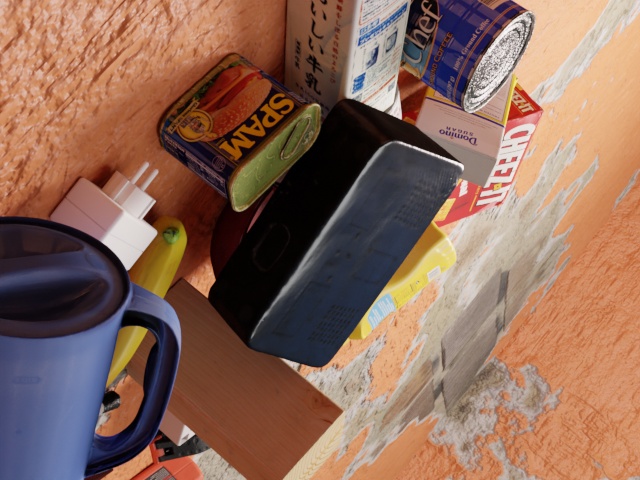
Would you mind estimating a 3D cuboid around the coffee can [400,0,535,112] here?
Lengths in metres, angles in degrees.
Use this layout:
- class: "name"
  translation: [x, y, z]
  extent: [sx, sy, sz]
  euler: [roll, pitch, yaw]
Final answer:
- class: "coffee can"
  translation: [0.103, -0.193, 0.946]
  extent: [0.102, 0.140, 0.103]
  euler: [-45, 160, -22]

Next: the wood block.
- class: "wood block"
  translation: [-0.084, 0.144, 1.012]
  extent: [0.090, 0.206, 0.090]
  euler: [-45, 160, -24]

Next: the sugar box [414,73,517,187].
- class: "sugar box"
  translation: [0.153, -0.135, 1.149]
  extent: [0.176, 0.093, 0.048]
  euler: [-66, 177, -46]

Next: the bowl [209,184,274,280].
- class: "bowl"
  translation: [-0.057, 0.001, 1.018]
  extent: [0.161, 0.055, 0.162]
  euler: [-41, 142, -44]

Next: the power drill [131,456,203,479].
- class: "power drill"
  translation: [-0.203, 0.346, 1.330]
  extent: [0.184, 0.057, 0.188]
  euler: [-33, 153, -44]

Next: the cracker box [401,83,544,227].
- class: "cracker box"
  translation: [0.144, -0.087, 1.258]
  extent: [0.213, 0.072, 0.164]
  euler: [-19, 146, -28]

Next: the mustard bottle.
- class: "mustard bottle"
  translation: [0.069, 0.060, 1.237]
  extent: [0.191, 0.058, 0.096]
  euler: [-40, 161, -6]

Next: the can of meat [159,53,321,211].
- class: "can of meat"
  translation: [-0.064, -0.087, 0.836]
  extent: [0.102, 0.084, 0.057]
  euler: [-45, 160, -20]

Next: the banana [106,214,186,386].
- class: "banana"
  translation: [-0.155, 0.043, 0.916]
  extent: [0.198, 0.037, 0.069]
  euler: [-61, 176, 35]

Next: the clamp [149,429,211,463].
- class: "clamp"
  translation: [-0.128, 0.202, 1.231]
  extent: [0.171, 0.120, 0.039]
  euler: [-19, 104, -28]

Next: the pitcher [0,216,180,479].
- class: "pitcher"
  translation: [-0.201, 0.117, 0.728]
  extent: [0.144, 0.149, 0.243]
  euler: [-25, 139, -47]
